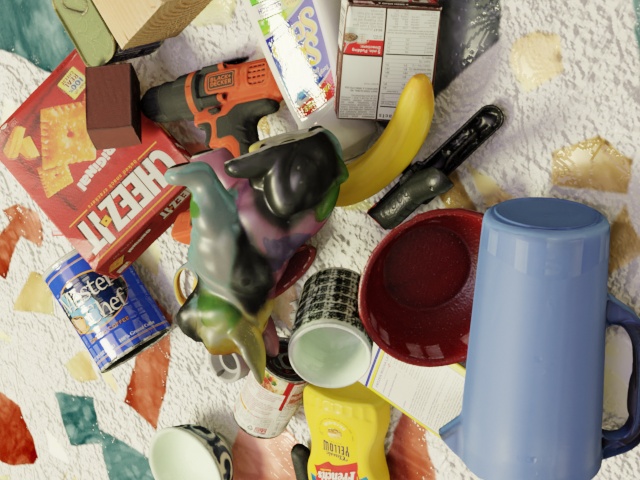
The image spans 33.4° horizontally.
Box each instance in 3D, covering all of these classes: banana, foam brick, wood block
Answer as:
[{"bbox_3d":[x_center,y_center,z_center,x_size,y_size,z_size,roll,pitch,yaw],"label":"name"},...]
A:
[{"bbox_3d":[0.050,-0.080,0.995,0.198,0.069,0.037,-37,39,38],"label":"banana"},{"bbox_3d":[-0.223,-0.144,1.150,0.051,0.053,0.078,-5,73,-1],"label":"foam brick"},{"bbox_3d":[-0.209,-0.319,1.127,0.091,0.090,0.206,-34,86,42],"label":"wood block"}]

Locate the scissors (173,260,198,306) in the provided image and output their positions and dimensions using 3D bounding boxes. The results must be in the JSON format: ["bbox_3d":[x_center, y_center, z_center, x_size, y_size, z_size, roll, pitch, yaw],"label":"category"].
[{"bbox_3d":[-0.125,0.023,1.222,0.096,0.016,0.202,37,138,12],"label":"scissors"}]

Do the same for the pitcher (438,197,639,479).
[{"bbox_3d":[0.203,0.090,0.950,0.145,0.148,0.243,22,118,46],"label":"pitcher"}]

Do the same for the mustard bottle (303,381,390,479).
[{"bbox_3d":[0.030,0.249,1.184,0.096,0.058,0.192,10,114,30],"label":"mustard bottle"}]

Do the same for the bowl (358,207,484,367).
[{"bbox_3d":[0.108,0.037,1.009,0.055,0.162,0.162,-116,24,-66],"label":"bowl"}]

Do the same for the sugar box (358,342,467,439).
[{"bbox_3d":[0.089,0.124,1.098,0.176,0.048,0.093,35,124,26],"label":"sugar box"}]

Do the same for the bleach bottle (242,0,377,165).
[{"bbox_3d":[-0.001,-0.181,1.037,0.103,0.068,0.251,-18,100,31],"label":"bleach bottle"}]

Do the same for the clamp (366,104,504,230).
[{"bbox_3d":[0.103,-0.062,0.995,0.039,0.120,0.172,51,151,-3],"label":"clamp"}]

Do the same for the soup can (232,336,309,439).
[{"bbox_3d":[-0.054,0.168,1.212,0.068,0.068,0.102,39,128,20],"label":"soup can"}]

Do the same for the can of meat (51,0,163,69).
[{"bbox_3d":[-0.232,-0.246,1.176,0.058,0.083,0.102,-33,86,41],"label":"can of meat"}]

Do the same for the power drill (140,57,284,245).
[{"bbox_3d":[-0.113,-0.091,1.108,0.185,0.057,0.187,-8,75,30],"label":"power drill"}]

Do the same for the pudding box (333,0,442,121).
[{"bbox_3d":[0.061,-0.166,0.981,0.090,0.039,0.113,2,116,-5],"label":"pudding box"}]

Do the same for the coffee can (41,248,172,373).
[{"bbox_3d":[-0.262,0.078,1.315,0.103,0.102,0.140,-37,83,41],"label":"coffee can"}]

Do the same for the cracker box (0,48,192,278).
[{"bbox_3d":[-0.253,-0.090,1.214,0.164,0.072,0.214,-44,75,4],"label":"cracker box"}]
